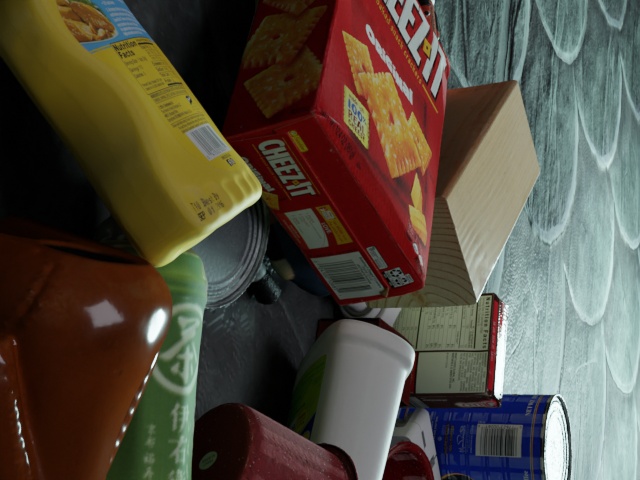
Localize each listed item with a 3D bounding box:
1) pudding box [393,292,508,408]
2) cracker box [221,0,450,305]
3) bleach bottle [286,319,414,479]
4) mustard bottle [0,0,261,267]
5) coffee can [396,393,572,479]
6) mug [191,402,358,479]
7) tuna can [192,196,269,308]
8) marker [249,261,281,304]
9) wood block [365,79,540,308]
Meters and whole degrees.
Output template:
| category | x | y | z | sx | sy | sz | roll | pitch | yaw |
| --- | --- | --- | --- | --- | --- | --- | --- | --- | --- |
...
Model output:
| category | x | y | z | sx | sy | sz | roll | pitch | yaw |
| --- | --- | --- | --- | --- | --- | --- | --- | --- | --- |
| pudding box | 0.099 | 0.094 | 0.899 | 0.039 | 0.114 | 0.090 | 42 | 50 | -51 |
| cracker box | 0.021 | -0.092 | 0.693 | 0.164 | 0.072 | 0.213 | 55 | 35 | -41 |
| bleach bottle | 0.000 | 0.179 | 0.687 | 0.103 | 0.068 | 0.250 | 125 | -16 | -48 |
| mustard bottle | -0.106 | -0.082 | 0.501 | 0.191 | 0.058 | 0.096 | 55 | 20 | -3 |
| coffee can | 0.143 | 0.186 | 0.949 | 0.102 | 0.140 | 0.103 | 13 | 76 | -63 |
| mug | -0.034 | 0.152 | 0.614 | 0.081 | 0.093 | 0.117 | 36 | 9 | -32 |
| tuna can | -0.070 | -0.005 | 0.628 | 0.085 | 0.034 | 0.086 | -19 | 114 | -51 |
| marker | -0.055 | 0.001 | 0.698 | 0.121 | 0.020 | 0.020 | 62 | 35 | -41 |
| wood block | 0.099 | -0.041 | 0.841 | 0.205 | 0.090 | 0.091 | -53 | 131 | -50 |
